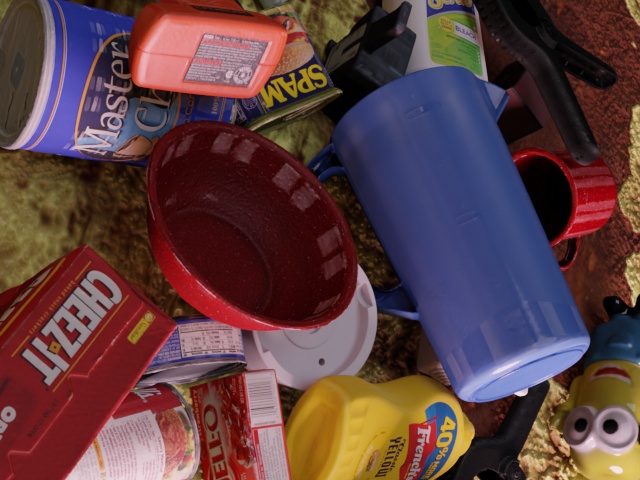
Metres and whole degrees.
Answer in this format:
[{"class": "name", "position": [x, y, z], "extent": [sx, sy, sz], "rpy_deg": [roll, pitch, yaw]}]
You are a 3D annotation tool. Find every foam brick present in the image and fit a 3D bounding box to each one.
[{"class": "foam brick", "position": [0.197, -0.140, 1.029], "extent": [0.051, 0.053, 0.078], "rpy_deg": [50, 52, -13]}]

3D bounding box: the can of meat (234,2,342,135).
[{"class": "can of meat", "position": [-0.045, -0.131, 0.840], "extent": [0.101, 0.058, 0.084], "rpy_deg": [-27, 90, -38]}]

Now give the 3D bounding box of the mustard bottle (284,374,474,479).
[{"class": "mustard bottle", "position": [0.055, 0.148, 0.801], "extent": [0.191, 0.058, 0.096], "rpy_deg": [7, 108, -48]}]

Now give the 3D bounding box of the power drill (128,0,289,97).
[{"class": "power drill", "position": [-0.118, -0.171, 0.686], "extent": [0.184, 0.057, 0.188], "rpy_deg": [-2, 45, -38]}]

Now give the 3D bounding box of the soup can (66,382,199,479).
[{"class": "soup can", "position": [-0.137, 0.134, 0.674], "extent": [0.102, 0.069, 0.068], "rpy_deg": [-10, 81, -38]}]

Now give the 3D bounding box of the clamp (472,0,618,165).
[{"class": "clamp", "position": [0.198, -0.173, 0.969], "extent": [0.210, 0.036, 0.164], "rpy_deg": [42, 39, -19]}]

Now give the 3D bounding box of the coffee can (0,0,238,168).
[{"class": "coffee can", "position": [-0.141, -0.103, 0.728], "extent": [0.140, 0.103, 0.103], "rpy_deg": [7, 71, -36]}]

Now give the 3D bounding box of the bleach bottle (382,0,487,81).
[{"class": "bleach bottle", "position": [0.096, -0.233, 0.979], "extent": [0.102, 0.068, 0.251], "rpy_deg": [11, 66, -36]}]

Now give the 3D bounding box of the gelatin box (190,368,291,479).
[{"class": "gelatin box", "position": [-0.055, 0.138, 0.731], "extent": [0.030, 0.073, 0.089], "rpy_deg": [-1, 76, -36]}]

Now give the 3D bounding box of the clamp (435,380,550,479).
[{"class": "clamp", "position": [0.159, 0.203, 0.894], "extent": [0.171, 0.039, 0.120], "rpy_deg": [-30, 89, -33]}]

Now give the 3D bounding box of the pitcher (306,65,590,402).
[{"class": "pitcher", "position": [0.100, 0.001, 0.829], "extent": [0.144, 0.149, 0.243], "rpy_deg": [-1, 60, -44]}]

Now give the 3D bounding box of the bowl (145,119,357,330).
[{"class": "bowl", "position": [-0.055, 0.001, 0.698], "extent": [0.162, 0.055, 0.162], "rpy_deg": [25, 42, -25]}]

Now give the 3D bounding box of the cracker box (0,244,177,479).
[{"class": "cracker box", "position": [-0.189, 0.101, 0.550], "extent": [0.072, 0.214, 0.164], "rpy_deg": [45, 53, -17]}]

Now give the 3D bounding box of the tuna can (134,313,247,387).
[{"class": "tuna can", "position": [-0.094, 0.074, 0.715], "extent": [0.085, 0.086, 0.034], "rpy_deg": [0, 73, -37]}]

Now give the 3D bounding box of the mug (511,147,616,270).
[{"class": "mug", "position": [0.221, -0.030, 0.992], "extent": [0.081, 0.093, 0.117], "rpy_deg": [-8, 94, -43]}]
